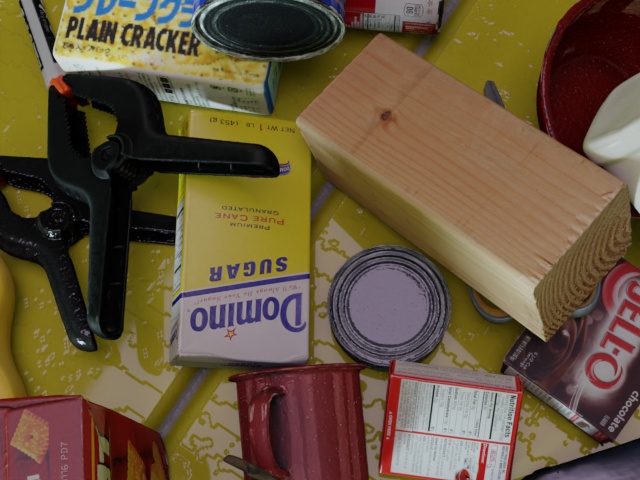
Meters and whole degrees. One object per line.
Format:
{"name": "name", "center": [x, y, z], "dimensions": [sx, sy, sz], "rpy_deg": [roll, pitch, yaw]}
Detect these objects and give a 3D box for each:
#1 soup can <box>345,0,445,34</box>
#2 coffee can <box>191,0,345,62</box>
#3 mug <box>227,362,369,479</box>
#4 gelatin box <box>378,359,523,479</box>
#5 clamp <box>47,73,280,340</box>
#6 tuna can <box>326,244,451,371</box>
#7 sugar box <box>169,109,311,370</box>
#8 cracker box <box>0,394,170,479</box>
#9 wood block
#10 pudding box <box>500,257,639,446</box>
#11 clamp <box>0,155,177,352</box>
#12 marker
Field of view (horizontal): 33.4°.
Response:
{"name": "soup can", "center": [0.042, -0.191, 0.797], "dimensions": [0.102, 0.068, 0.068], "rpy_deg": [6, 75, 4]}
{"name": "coffee can", "center": [-0.032, -0.206, 0.719], "dimensions": [0.103, 0.103, 0.140], "rpy_deg": [1, 76, 3]}
{"name": "mug", "center": [-0.016, 0.125, 0.691], "dimensions": [0.093, 0.117, 0.081], "rpy_deg": [-9, 78, 18]}
{"name": "gelatin box", "center": [0.086, 0.122, 0.711], "dimensions": [0.089, 0.030, 0.073], "rpy_deg": [6, 107, 5]}
{"name": "clamp", "center": [-0.140, -0.043, 0.734], "dimensions": [0.164, 0.036, 0.210], "rpy_deg": [-50, 54, 1]}
{"name": "tuna can", "center": [0.048, 0.048, 0.747], "dimensions": [0.086, 0.034, 0.086], "rpy_deg": [-1, 74, 3]}
{"name": "sugar box", "center": [-0.055, 0.001, 0.749], "dimensions": [0.093, 0.048, 0.176], "rpy_deg": [4, 72, -16]}
{"name": "cracker box", "center": [-0.137, 0.186, 0.626], "dimensions": [0.072, 0.213, 0.164], "rpy_deg": [-7, 74, 1]}
{"name": "wood block", "center": [0.094, -0.039, 0.710], "dimensions": [0.090, 0.090, 0.206], "rpy_deg": [-47, 60, -8]}
{"name": "pudding box", "center": [0.190, 0.069, 0.731], "dimensions": [0.090, 0.039, 0.113], "rpy_deg": [36, 79, 13]}
{"name": "clamp", "center": [-0.177, -0.013, 0.775], "dimensions": [0.120, 0.039, 0.171], "rpy_deg": [-38, 74, -25]}
{"name": "marker", "center": [-0.221, -0.172, 0.830], "dimensions": [0.020, 0.020, 0.121], "rpy_deg": [-21, 74, -3]}
